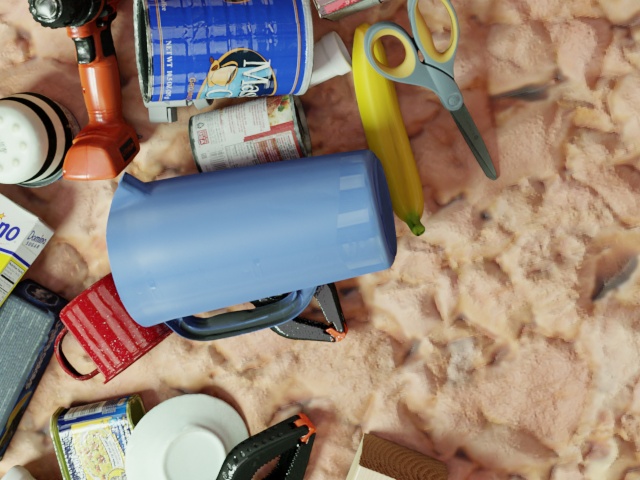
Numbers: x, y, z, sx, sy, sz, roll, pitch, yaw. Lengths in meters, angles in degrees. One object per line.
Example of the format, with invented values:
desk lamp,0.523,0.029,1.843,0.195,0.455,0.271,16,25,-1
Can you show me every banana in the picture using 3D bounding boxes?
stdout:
banana,0.065,-0.099,0.984,0.037,0.070,0.198,-17,89,-14

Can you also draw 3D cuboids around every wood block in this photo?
wood block,0.046,0.309,1.048,0.091,0.090,0.206,20,102,2

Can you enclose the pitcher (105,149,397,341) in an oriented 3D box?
pitcher,-0.056,0.001,0.959,0.243,0.149,0.145,-10,77,10

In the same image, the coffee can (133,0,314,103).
coffee can,-0.085,-0.174,0.924,0.140,0.103,0.103,-5,100,-14

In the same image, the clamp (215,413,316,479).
clamp,-0.075,0.262,1.061,0.210,0.036,0.164,-44,131,-2

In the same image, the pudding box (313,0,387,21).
pudding box,0.039,-0.227,0.939,0.090,0.113,0.039,-20,96,8

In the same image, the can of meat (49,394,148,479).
can of meat,-0.215,0.211,1.075,0.084,0.057,0.102,-12,99,6

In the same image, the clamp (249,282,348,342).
clamp,-0.051,0.046,1.037,0.120,0.039,0.171,-43,87,17

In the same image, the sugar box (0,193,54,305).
sugar box,-0.343,0.035,1.013,0.093,0.048,0.176,28,80,20

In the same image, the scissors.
scissors,0.099,-0.128,0.962,0.096,0.016,0.202,-19,117,-6

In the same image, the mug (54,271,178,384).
mug,-0.206,0.087,1.035,0.117,0.093,0.081,-38,90,7

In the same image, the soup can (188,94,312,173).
soup can,-0.065,-0.096,0.997,0.102,0.068,0.068,-13,99,8

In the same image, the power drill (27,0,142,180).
power drill,-0.207,-0.152,0.954,0.057,0.184,0.188,1,110,6
